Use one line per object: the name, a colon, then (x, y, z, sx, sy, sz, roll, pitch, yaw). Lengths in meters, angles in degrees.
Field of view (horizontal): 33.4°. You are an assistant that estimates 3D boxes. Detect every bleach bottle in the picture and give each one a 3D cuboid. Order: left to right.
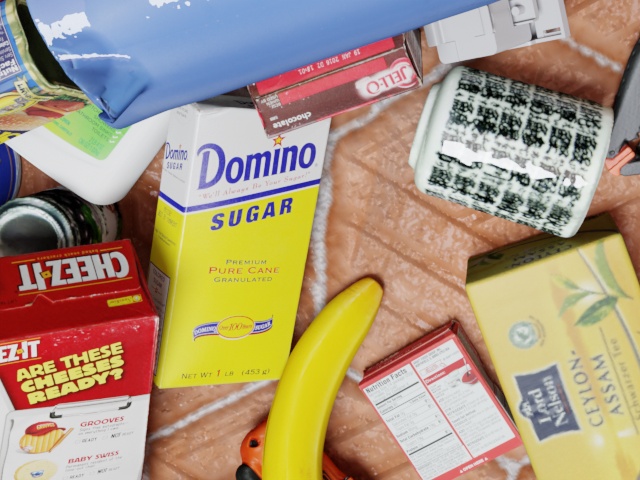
bleach bottle: (-0.096, -0.148, 0.643, 0.102, 0.068, 0.251, 36, 104, 0)

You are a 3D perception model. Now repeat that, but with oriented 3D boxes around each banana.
banana: (0.000, 0.118, 0.668, 0.069, 0.037, 0.198, 4, 74, 0)

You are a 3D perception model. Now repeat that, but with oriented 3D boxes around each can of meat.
can of meat: (-0.176, -0.088, 0.583, 0.084, 0.102, 0.057, -22, 88, 11)

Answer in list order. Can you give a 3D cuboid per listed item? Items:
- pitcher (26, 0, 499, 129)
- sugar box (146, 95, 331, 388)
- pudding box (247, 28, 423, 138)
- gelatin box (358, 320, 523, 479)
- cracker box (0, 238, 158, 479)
pitcher: (-0.013, -0.155, 0.524, 0.243, 0.145, 0.149, -13, 96, 14)
sugar box: (-0.054, 0.001, 0.659, 0.093, 0.048, 0.176, -1, 111, -33)
pudding box: (0.011, -0.104, 0.607, 0.090, 0.113, 0.039, -16, 115, 13)
gelatin box: (0.079, 0.107, 0.693, 0.073, 0.030, 0.089, -32, 97, 16)
cracker box: (-0.188, 0.102, 0.634, 0.164, 0.072, 0.214, -9, 139, -21)
